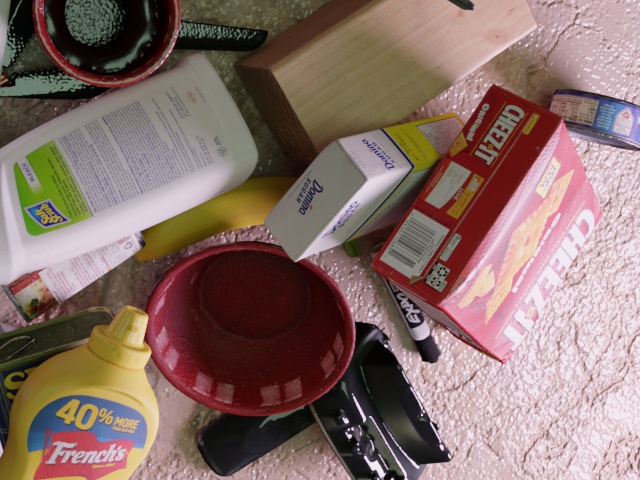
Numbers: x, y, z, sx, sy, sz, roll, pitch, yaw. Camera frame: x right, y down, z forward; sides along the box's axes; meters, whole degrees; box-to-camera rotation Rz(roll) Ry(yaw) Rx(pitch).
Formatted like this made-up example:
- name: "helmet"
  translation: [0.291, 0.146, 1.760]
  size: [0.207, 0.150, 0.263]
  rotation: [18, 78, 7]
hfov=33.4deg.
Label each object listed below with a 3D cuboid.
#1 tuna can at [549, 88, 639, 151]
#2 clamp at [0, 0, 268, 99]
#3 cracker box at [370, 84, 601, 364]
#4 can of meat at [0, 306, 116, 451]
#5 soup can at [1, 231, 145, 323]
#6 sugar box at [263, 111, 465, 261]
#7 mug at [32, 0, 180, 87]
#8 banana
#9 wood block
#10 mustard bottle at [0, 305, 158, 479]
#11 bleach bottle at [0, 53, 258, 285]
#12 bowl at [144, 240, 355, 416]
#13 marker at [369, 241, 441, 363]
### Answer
- name: "tuna can"
  translation: [0.239, -0.104, 0.919]
  size: [0.086, 0.086, 0.034]
  rotation: [14, 94, -24]
- name: "clamp"
  translation: [-0.157, -0.175, 0.767]
  size: [0.209, 0.036, 0.164]
  rotation: [-29, 110, -14]
- name: "cracker box"
  translation: [0.143, -0.003, 0.850]
  size: [0.164, 0.072, 0.213]
  rotation: [-56, 151, -3]
- name: "can of meat"
  translation: [-0.184, 0.104, 0.750]
  size: [0.102, 0.057, 0.084]
  rotation: [-16, 110, -18]
- name: "soup can"
  translation: [-0.188, 0.004, 0.776]
  size: [0.102, 0.069, 0.068]
  rotation: [-34, 112, -13]
- name: "sugar box"
  translation: [0.043, -0.044, 0.804]
  size: [0.175, 0.048, 0.093]
  rotation: [-16, 154, -53]
- name: "mug"
  translation: [-0.156, -0.157, 0.705]
  size: [0.117, 0.082, 0.093]
  rotation: [32, 89, -22]
- name: "banana"
  translation: [-0.051, -0.017, 0.845]
  size: [0.197, 0.037, 0.070]
  rotation: [0, 101, -22]
- name: "wood block"
  translation: [0.050, -0.151, 0.828]
  size: [0.206, 0.091, 0.090]
  rotation: [-35, 112, -12]
- name: "mustard bottle"
  translation: [-0.161, 0.132, 0.703]
  size: [0.096, 0.058, 0.192]
  rotation: [22, 96, -29]
- name: "bleach bottle"
  translation: [-0.168, -0.041, 0.710]
  size: [0.250, 0.068, 0.102]
  rotation: [-25, 80, -32]
- name: "bowl"
  translation: [-0.053, 0.058, 0.829]
  size: [0.162, 0.055, 0.162]
  rotation: [1, 121, 2]
- name: "marker"
  translation: [0.075, 0.056, 0.922]
  size: [0.020, 0.020, 0.121]
  rotation: [-32, 112, -13]
